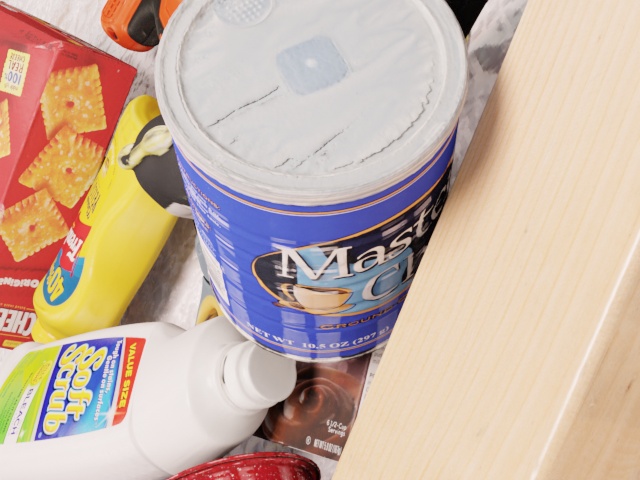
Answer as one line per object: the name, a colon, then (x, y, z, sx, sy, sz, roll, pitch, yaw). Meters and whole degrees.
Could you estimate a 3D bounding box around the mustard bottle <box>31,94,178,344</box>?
mustard bottle: (-0.136, 0.007, 0.684, 0.192, 0.058, 0.096, -59, 26, 19)

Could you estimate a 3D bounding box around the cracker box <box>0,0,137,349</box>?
cracker box: (-0.231, -0.053, 0.760, 0.164, 0.072, 0.214, 32, 101, 45)

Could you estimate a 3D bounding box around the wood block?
wood block: (0.093, 0.023, 0.361, 0.091, 0.090, 0.206, 32, 103, 54)

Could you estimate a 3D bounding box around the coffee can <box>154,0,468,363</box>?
coffee can: (-0.001, -0.026, 0.407, 0.140, 0.103, 0.103, 86, 179, -62)

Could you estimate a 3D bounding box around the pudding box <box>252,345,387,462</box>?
pudding box: (0.002, 0.057, 0.516, 0.114, 0.039, 0.090, 2, 77, 54)

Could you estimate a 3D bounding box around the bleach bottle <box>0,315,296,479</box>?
bleach bottle: (-0.100, 0.082, 0.561, 0.251, 0.068, 0.102, -22, 38, 46)
